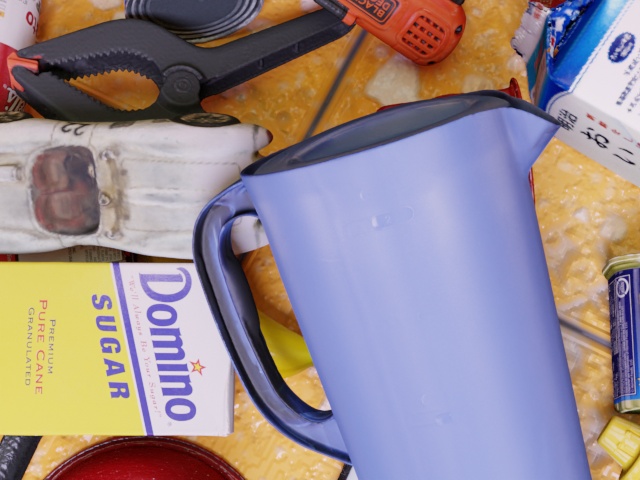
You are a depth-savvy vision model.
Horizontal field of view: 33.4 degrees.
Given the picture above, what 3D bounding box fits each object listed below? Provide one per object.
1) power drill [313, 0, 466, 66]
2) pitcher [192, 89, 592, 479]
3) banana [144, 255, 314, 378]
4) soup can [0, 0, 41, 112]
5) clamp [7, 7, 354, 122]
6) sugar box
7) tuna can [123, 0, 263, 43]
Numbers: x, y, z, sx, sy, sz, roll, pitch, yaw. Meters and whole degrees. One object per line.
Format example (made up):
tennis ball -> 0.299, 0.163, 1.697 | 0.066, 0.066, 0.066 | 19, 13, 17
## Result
power drill -> 0.046, -0.212, 0.602 | 0.184, 0.188, 0.057 | 30, 31, -20
pitcher -> 0.048, 0.057, 0.525 | 0.144, 0.149, 0.243 | -23, 102, -28
banana -> -0.066, 0.012, 0.632 | 0.069, 0.037, 0.198 | -31, 74, -25
soup can -> -0.213, -0.112, 0.661 | 0.068, 0.068, 0.102 | 3, 73, 5
clamp -> -0.076, -0.092, 0.639 | 0.210, 0.036, 0.164 | 15, 65, -4
sugar box -> -0.134, 0.058, 0.570 | 0.176, 0.048, 0.093 | -1, 81, 0
tuna can -> -0.079, -0.157, 0.655 | 0.086, 0.086, 0.034 | -11, 71, 1
